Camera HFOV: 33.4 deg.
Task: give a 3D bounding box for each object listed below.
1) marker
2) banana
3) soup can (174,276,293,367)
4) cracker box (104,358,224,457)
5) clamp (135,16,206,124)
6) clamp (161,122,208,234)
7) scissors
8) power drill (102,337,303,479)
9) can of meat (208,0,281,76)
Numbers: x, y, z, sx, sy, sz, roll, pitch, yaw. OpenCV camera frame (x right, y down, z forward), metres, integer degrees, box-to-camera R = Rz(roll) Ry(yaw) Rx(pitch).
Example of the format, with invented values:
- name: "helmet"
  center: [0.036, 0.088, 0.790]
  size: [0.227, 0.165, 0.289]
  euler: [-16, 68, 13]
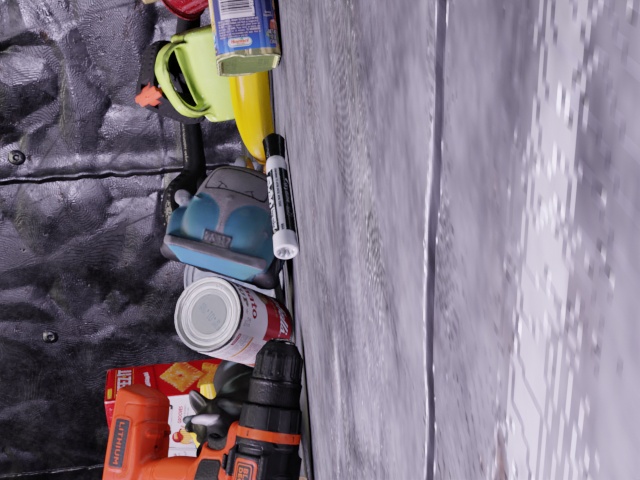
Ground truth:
- name: "marker"
  center: [-0.033, -0.039, 0.849]
  size: [0.020, 0.020, 0.121]
  euler: [91, 172, -53]
- name: "banana"
  center: [-0.063, -0.166, 1.024]
  size: [0.069, 0.037, 0.198]
  euler: [-31, -56, -62]
- name: "soup can"
  center: [-0.076, 0.073, 0.947]
  size: [0.102, 0.069, 0.068]
  euler: [29, -128, -62]
- name: "cracker box"
  center: [-0.149, 0.229, 1.321]
  size: [0.072, 0.213, 0.164]
  euler: [-101, 8, -57]
- name: "clamp"
  center: [-0.143, -0.187, 1.151]
  size: [0.164, 0.036, 0.209]
  euler: [62, -154, -3]
- name: "clamp"
  center: [-0.133, -0.065, 1.169]
  size: [0.039, 0.120, 0.171]
  euler: [-31, 26, 52]
- name: "scissors"
  center: [-0.057, 0.001, 1.061]
  size: [0.096, 0.016, 0.202]
  euler: [48, -149, -59]
- name: "power drill"
  center: [-0.097, 0.168, 0.898]
  size: [0.057, 0.188, 0.184]
  euler: [19, -103, -49]
- name: "can of meat"
  center: [-0.064, -0.183, 0.867]
  size: [0.102, 0.057, 0.084]
  euler: [-178, 81, -86]
